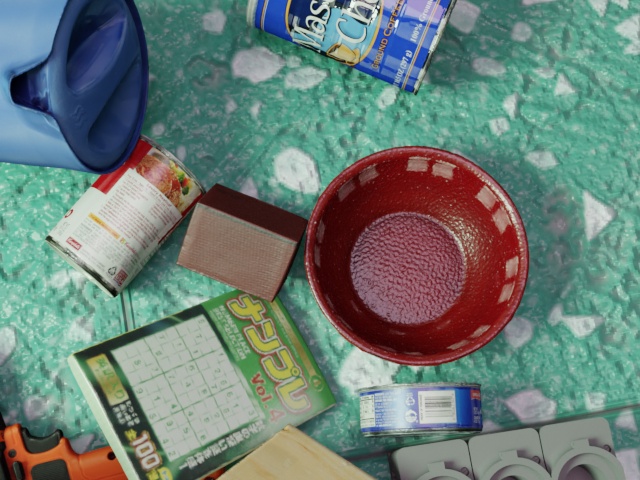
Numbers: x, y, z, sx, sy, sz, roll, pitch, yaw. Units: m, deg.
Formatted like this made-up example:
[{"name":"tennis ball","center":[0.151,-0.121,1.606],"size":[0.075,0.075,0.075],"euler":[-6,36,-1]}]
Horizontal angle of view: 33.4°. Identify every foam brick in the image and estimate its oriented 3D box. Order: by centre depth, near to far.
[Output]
[{"name":"foam brick","center":[-0.055,0.001,0.771],"size":[0.078,0.053,0.051],"euler":[22,111,3]}]

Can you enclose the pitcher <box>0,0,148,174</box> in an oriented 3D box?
[{"name":"pitcher","center":[-0.247,-0.120,0.747],"size":[0.243,0.149,0.145],"euler":[5,63,17]}]

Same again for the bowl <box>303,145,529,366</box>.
[{"name":"bowl","center":[0.067,0.015,0.782],"size":[0.162,0.055,0.162],"euler":[1,76,-3]}]

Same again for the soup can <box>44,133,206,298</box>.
[{"name":"soup can","center":[-0.141,-0.017,0.773],"size":[0.068,0.068,0.102],"euler":[38,78,6]}]

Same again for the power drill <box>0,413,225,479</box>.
[{"name":"power drill","center":[-0.172,0.135,0.742],"size":[0.187,0.057,0.184],"euler":[-20,78,-6]}]

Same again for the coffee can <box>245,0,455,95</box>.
[{"name":"coffee can","center":[0.028,-0.183,0.804],"size":[0.140,0.103,0.102],"euler":[23,76,2]}]

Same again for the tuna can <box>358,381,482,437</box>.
[{"name":"tuna can","center":[0.070,0.118,0.741],"size":[0.086,0.086,0.034],"euler":[-1,78,-4]}]
